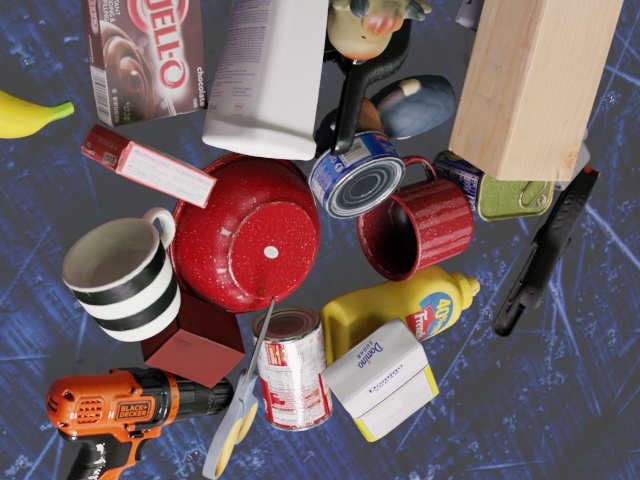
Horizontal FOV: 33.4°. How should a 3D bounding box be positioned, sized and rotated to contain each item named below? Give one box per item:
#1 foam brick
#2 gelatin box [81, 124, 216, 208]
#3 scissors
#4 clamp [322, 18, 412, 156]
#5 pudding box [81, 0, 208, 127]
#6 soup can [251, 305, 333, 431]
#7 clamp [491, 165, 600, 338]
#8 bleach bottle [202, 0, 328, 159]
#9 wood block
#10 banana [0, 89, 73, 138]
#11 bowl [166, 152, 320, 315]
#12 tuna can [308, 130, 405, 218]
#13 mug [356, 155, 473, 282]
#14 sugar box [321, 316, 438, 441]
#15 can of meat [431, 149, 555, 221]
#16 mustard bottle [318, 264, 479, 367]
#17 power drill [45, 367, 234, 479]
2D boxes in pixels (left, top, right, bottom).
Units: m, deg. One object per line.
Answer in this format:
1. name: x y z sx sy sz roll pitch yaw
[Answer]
1. foam brick: -0.115 0.087 0.950 0.078 0.051 0.053 28 119 -38
2. gelatin box: -0.141 -0.061 0.874 0.089 0.073 0.030 22 93 -39
3. scissors: -0.064 0.130 0.991 0.202 0.016 0.096 -68 169 16
4. clamp: 0.016 -0.169 0.954 0.120 0.039 0.171 39 66 -8
5. pudding box: -0.141 -0.155 0.861 0.089 0.039 0.113 -16 116 -31
6. soup can: -0.027 0.122 1.028 0.068 0.069 0.102 -22 118 -28
7. clamp: 0.249 0.005 1.155 0.036 0.164 0.210 28 82 6
8. bleach bottle: -0.030 -0.195 0.869 0.067 0.103 0.251 12 89 -40
9. wood block: 0.200 -0.167 0.988 0.090 0.090 0.206 -2 115 -30
10. banana: -0.270 -0.135 0.781 0.197 0.037 0.069 47 61 -38
11. bowl: -0.056 0.001 0.970 0.161 0.055 0.162 -13 114 -31
12. tuna can: 0.034 -0.059 0.978 0.086 0.034 0.086 -24 152 -14
13. mug: 0.094 -0.026 1.048 0.081 0.093 0.117 -18 106 -34
14. sugar box: 0.062 0.140 1.053 0.093 0.048 0.176 -36 153 -5
15. can of meat: 0.174 -0.061 1.090 0.101 0.084 0.057 -7 111 -33
16. mustard bottle: 0.086 0.072 1.089 0.191 0.058 0.096 -19 141 -30
17. power drill: -0.171 0.204 0.965 0.184 0.057 0.188 4 103 -39
